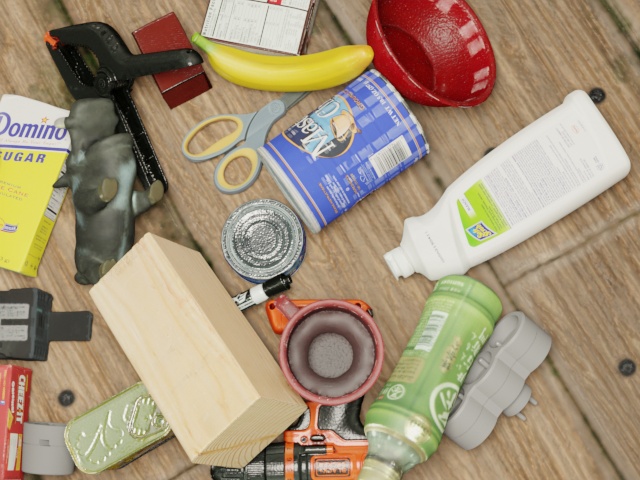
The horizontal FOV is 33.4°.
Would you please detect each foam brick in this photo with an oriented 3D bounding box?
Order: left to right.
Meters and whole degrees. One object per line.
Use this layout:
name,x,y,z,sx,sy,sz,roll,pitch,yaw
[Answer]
foam brick,-0.155,-0.188,1.115,0.051,0.053,0.078,-27,78,-1

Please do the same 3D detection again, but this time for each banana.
banana,-0.034,-0.176,1.077,0.198,0.069,0.037,7,74,21

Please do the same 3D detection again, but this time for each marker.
marker,-0.081,0.063,1.060,0.121,0.020,0.020,-27,78,16

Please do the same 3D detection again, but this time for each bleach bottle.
bleach bottle,0.173,-0.043,1.057,0.251,0.068,0.102,-30,78,1

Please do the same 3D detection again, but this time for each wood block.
wood block,-0.117,0.102,0.999,0.090,0.090,0.206,-44,61,11

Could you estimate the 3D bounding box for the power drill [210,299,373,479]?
power drill,-0.015,0.152,1.036,0.184,0.057,0.187,-1,81,1

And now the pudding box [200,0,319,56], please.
pudding box,-0.063,-0.238,1.126,0.113,0.039,0.090,12,81,9

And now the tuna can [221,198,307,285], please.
tuna can,-0.057,0.001,1.080,0.086,0.034,0.086,-1,79,4

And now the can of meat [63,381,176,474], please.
can of meat,-0.184,0.181,1.029,0.102,0.084,0.057,-30,78,-2

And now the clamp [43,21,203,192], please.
clamp,-0.204,-0.169,1.089,0.210,0.036,0.165,44,127,21

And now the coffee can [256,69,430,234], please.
coffee can,0.022,-0.088,1.056,0.140,0.103,0.103,-35,78,-3

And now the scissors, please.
scissors,-0.046,-0.116,1.111,0.202,0.016,0.096,-22,78,0

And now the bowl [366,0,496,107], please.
bowl,0.100,-0.193,1.071,0.161,0.055,0.162,19,56,-31

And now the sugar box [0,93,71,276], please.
sugar box,-0.312,-0.058,1.105,0.093,0.048,0.176,16,82,10

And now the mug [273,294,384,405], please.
mug,0.001,0.095,0.973,0.117,0.081,0.093,42,84,6
